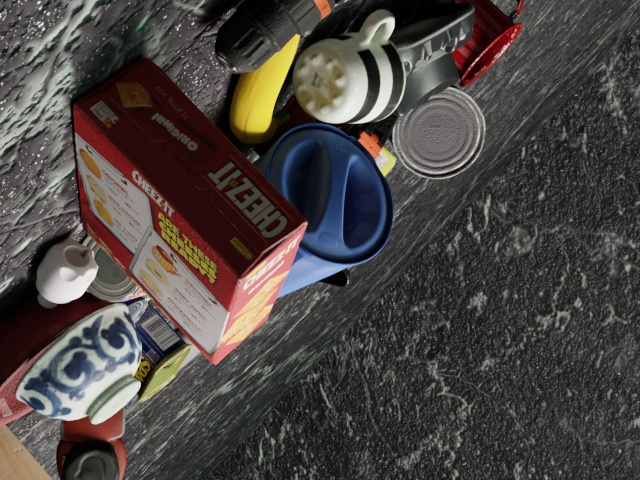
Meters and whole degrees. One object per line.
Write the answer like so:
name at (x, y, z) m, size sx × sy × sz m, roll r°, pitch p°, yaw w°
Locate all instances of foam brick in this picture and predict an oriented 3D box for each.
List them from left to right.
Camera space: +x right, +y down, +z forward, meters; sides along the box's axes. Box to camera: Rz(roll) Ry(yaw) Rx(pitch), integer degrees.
foam brick at (-0.019, -0.104, 1.069) m, size 0.078 × 0.051 × 0.052 m, roll -49°, pitch 169°, yaw 32°

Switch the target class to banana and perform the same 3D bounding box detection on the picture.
banana at (-0.049, -0.127, 0.904) m, size 0.069 × 0.037 × 0.198 m, roll -59°, pitch 177°, yaw -18°

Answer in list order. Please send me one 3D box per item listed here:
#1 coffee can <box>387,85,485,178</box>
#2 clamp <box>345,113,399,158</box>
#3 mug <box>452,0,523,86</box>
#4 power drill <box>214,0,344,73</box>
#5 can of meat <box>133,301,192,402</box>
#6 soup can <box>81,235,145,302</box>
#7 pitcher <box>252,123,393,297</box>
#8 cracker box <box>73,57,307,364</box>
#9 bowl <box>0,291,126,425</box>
coffee can at (0.121, -0.135, 1.210) m, size 0.103 × 0.102 × 0.140 m, roll -45°, pitch -165°, yaw 9°
clamp at (0.039, -0.117, 1.129) m, size 0.165 × 0.036 × 0.210 m, roll -45°, pitch -166°, yaw 19°
mug at (0.167, -0.237, 1.162) m, size 0.117 × 0.081 × 0.093 m, roll -44°, pitch 170°, yaw 7°
power drill at (-0.008, -0.199, 0.688) m, size 0.184 × 0.057 × 0.187 m, roll -46°, pitch 174°, yaw -4°
can of meat at (-0.200, 0.121, 1.201) m, size 0.057 × 0.084 × 0.102 m, roll -36°, pitch 168°, yaw -38°
soup can at (-0.161, 0.015, 0.952) m, size 0.069 × 0.068 × 0.102 m, roll -47°, pitch 170°, yaw 18°
pitcher at (-0.057, 0.001, 1.013) m, size 0.149 × 0.145 × 0.243 m, roll 0°, pitch 161°, yaw -35°
cracker box at (-0.101, -0.012, 0.786) m, size 0.072 × 0.164 × 0.214 m, roll -41°, pitch 171°, yaw -23°
bowl at (-0.252, 0.094, 0.956) m, size 0.162 × 0.055 × 0.162 m, roll -42°, pitch 171°, yaw -9°
